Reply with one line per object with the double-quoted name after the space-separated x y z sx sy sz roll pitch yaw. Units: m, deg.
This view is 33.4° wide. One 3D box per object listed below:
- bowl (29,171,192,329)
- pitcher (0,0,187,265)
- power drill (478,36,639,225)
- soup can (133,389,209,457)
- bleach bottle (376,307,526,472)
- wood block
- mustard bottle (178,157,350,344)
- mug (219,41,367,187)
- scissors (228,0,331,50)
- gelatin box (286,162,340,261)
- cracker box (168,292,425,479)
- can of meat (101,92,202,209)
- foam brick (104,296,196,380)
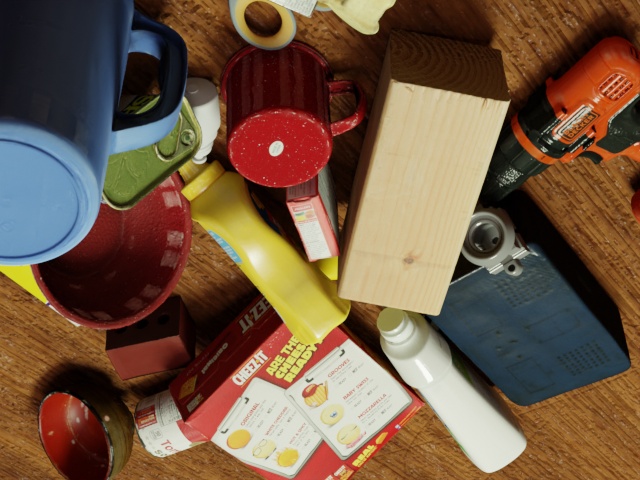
-0.187 -0.009 0.895 0.055 0.162 0.162 9 152 45 "bowl"
-0.183 -0.097 0.708 0.149 0.243 0.145 -27 128 15 "pitcher"
0.242 -0.067 0.903 0.187 0.057 0.185 24 132 -27 "power drill"
-0.138 0.183 1.131 0.102 0.068 0.068 -23 133 19 "soup can"
0.122 0.137 1.069 0.068 0.103 0.250 -37 132 4 "bleach bottle"
0.077 -0.051 0.856 0.091 0.090 0.206 11 126 -4 "wood block"
-0.056 0.001 0.916 0.058 0.096 0.191 -41 98 0 "mustard bottle"
-0.021 -0.098 0.835 0.117 0.081 0.093 -7 136 4 "mug"
-0.079 -0.201 0.768 0.201 0.016 0.096 18 126 -22 "scissors"
-0.007 -0.039 0.891 0.030 0.089 0.073 -11 136 9 "gelatin box"
-0.020 0.155 1.069 0.164 0.072 0.213 -45 127 2 "cracker box"
-0.156 -0.071 0.818 0.084 0.102 0.057 7 132 46 "can of meat"
-0.166 0.096 1.049 0.078 0.053 0.051 -13 136 8 "foam brick"
